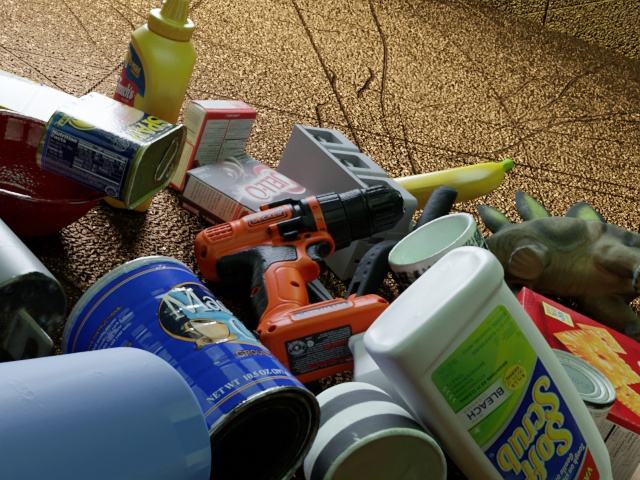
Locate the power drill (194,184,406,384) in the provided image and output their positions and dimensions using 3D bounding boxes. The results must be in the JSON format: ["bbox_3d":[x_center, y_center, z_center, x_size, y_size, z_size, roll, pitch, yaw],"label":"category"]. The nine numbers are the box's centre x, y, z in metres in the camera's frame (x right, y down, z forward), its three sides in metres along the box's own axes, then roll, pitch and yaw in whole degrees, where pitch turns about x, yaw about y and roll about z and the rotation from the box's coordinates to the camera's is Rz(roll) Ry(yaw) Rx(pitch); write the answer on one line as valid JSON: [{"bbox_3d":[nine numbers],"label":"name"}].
[{"bbox_3d":[0.000,0.027,0.851,0.184,0.057,0.188,-17,33,-6],"label":"power drill"}]

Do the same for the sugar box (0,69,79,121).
[{"bbox_3d":[-0.299,-0.125,1.002,0.176,0.048,0.093,22,23,-11],"label":"sugar box"}]

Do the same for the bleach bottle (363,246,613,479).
[{"bbox_3d":[0.140,0.128,0.700,0.250,0.102,0.068,50,-8,-17],"label":"bleach bottle"}]

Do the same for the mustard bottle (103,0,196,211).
[{"bbox_3d":[-0.154,-0.129,0.953,0.058,0.192,0.096,10,26,-27],"label":"mustard bottle"}]

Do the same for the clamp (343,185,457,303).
[{"bbox_3d":[0.093,0.037,0.967,0.171,0.039,0.120,-36,95,-32],"label":"clamp"}]

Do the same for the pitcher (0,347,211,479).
[{"bbox_3d":[-0.174,0.115,0.503,0.242,0.145,0.149,-7,78,-55],"label":"pitcher"}]

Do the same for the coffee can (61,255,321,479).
[{"bbox_3d":[-0.082,0.089,0.663,0.102,0.103,0.140,-3,34,-45],"label":"coffee can"}]

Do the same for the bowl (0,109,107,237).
[{"bbox_3d":[-0.250,-0.049,0.869,0.162,0.055,0.162,19,24,-9],"label":"bowl"}]

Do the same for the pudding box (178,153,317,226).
[{"bbox_3d":[-0.066,-0.038,0.990,0.090,0.039,0.113,29,26,16],"label":"pudding box"}]

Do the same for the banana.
[{"bbox_3d":[0.105,-0.051,1.112,0.198,0.037,0.069,-9,3,9],"label":"banana"}]

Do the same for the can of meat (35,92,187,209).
[{"bbox_3d":[-0.166,-0.075,0.855,0.084,0.057,0.102,22,23,7],"label":"can of meat"}]

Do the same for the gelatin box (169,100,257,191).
[{"bbox_3d":[-0.108,-0.093,1.048,0.030,0.089,0.073,36,26,30],"label":"gelatin box"}]
